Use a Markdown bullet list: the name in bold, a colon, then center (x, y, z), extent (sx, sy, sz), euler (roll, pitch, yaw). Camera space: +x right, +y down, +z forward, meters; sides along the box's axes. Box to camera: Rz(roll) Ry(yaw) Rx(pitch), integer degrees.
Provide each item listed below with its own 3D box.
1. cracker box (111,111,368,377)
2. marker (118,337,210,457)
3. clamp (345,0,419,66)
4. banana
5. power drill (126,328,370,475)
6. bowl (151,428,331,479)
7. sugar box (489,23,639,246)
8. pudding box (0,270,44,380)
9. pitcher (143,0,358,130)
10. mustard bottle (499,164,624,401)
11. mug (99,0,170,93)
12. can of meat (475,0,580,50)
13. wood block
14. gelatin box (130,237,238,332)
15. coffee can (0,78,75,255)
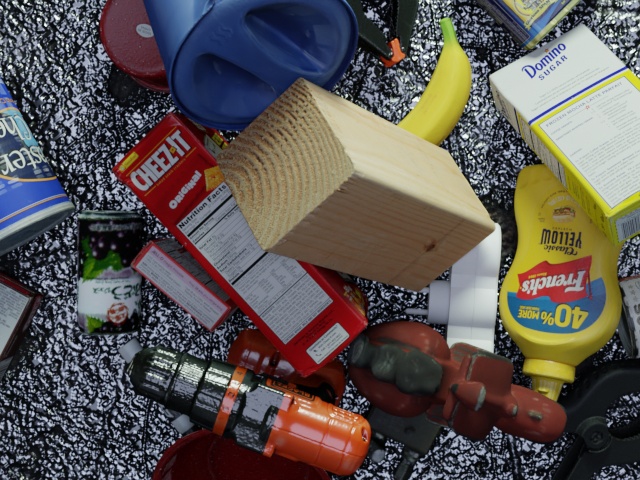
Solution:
- **cracker box**: center (-0.056, 0.001, 0.849), extent (0.072, 0.164, 0.213), euler (-43, 90, 5)
- **marker**: center (-0.135, 0.139, 0.937), extent (0.020, 0.020, 0.121), euler (-36, 91, 6)
- **clamp**: center (0.042, -0.234, 0.888), extent (0.120, 0.039, 0.171), euler (-29, 98, -2)
- **banana**: center (0.064, -0.092, 0.899), extent (0.070, 0.037, 0.198), euler (44, 96, 11)
- **power drill**: center (-0.050, 0.117, 0.844), extent (0.184, 0.187, 0.057), euler (22, 97, 1)
- **bowl**: center (-0.058, 0.208, 0.901), extent (0.162, 0.055, 0.162), euler (4, 118, 8)
- **sugar box**: center (0.216, -0.086, 0.832), extent (0.093, 0.048, 0.176), euler (-29, 50, -1)
- **pudding box**: center (-0.310, 0.075, 0.937), extent (0.090, 0.039, 0.113), euler (29, 93, 3)
- **pitcher**: center (-0.074, -0.201, 0.778), extent (0.149, 0.144, 0.243), euler (-51, 49, 36)
- **mustard bottle**: center (0.195, 0.037, 0.860), extent (0.096, 0.058, 0.191), euler (6, 81, 27)
- **mug**: center (-0.136, -0.183, 0.884), extent (0.093, 0.081, 0.117), euler (-7, 93, 5)
- **can of meat**: center (0.175, -0.218, 0.871), extent (0.084, 0.057, 0.102), euler (44, 95, -1)
- **wood block**: center (0.032, -0.033, 0.798), extent (0.091, 0.205, 0.090), euler (-41, 60, 21)
- **gelatin box**: center (-0.111, 0.036, 0.901), extent (0.089, 0.073, 0.030), euler (39, 95, 1)
- **coffee can**: center (-0.285, -0.063, 0.893), extent (0.103, 0.103, 0.140), euler (-29, 91, 6)
